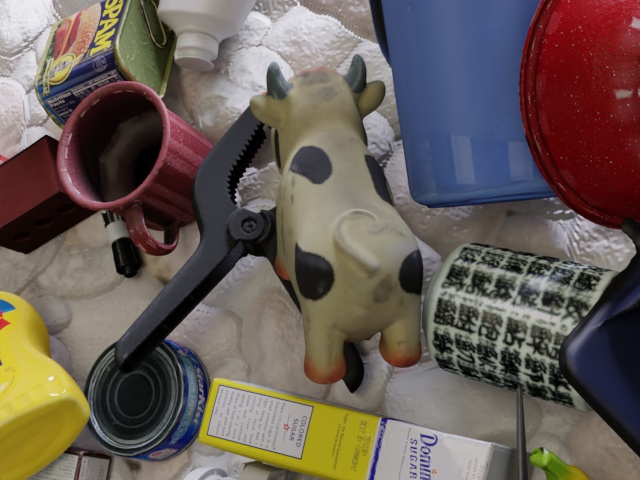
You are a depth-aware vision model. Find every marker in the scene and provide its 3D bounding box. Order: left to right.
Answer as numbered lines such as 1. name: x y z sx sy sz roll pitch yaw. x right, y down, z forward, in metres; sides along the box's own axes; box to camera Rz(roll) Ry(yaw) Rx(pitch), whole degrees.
1. marker: -0.157 -0.026 0.802 0.020 0.020 0.121 -28 65 16

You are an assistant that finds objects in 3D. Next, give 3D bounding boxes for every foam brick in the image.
1. foam brick: -0.216 -0.034 0.814 0.078 0.053 0.051 -30 64 17

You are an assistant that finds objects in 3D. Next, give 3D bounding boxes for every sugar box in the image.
1. sugar box: 0.027 0.123 0.626 0.176 0.093 0.048 11 81 29

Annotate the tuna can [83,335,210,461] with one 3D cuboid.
1. tuna can: -0.121 0.108 0.736 0.086 0.033 0.086 -8 72 24

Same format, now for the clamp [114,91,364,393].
1. clamp: -0.055 0.001 0.719 0.164 0.036 0.210 -3 71 6

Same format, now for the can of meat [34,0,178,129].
1. can of meat: -0.161 -0.137 0.802 0.084 0.057 0.102 -18 44 24

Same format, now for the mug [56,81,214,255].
1. mug: -0.122 -0.044 0.753 0.093 0.081 0.117 -23 66 19

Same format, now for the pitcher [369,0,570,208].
1. pitcher: 0.090 -0.143 0.636 0.145 0.149 0.243 -5 90 12

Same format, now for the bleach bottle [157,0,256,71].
1. bleach bottle: -0.086 -0.251 0.808 0.103 0.068 0.251 2 78 24

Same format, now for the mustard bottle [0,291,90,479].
1. mustard bottle: -0.239 0.089 0.769 0.096 0.058 0.192 -37 43 -7
